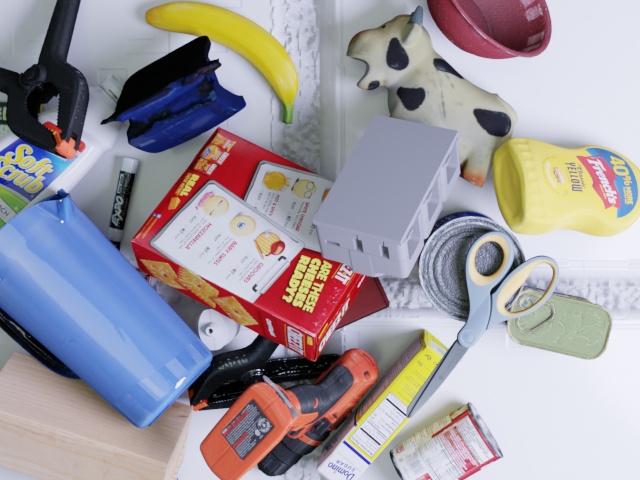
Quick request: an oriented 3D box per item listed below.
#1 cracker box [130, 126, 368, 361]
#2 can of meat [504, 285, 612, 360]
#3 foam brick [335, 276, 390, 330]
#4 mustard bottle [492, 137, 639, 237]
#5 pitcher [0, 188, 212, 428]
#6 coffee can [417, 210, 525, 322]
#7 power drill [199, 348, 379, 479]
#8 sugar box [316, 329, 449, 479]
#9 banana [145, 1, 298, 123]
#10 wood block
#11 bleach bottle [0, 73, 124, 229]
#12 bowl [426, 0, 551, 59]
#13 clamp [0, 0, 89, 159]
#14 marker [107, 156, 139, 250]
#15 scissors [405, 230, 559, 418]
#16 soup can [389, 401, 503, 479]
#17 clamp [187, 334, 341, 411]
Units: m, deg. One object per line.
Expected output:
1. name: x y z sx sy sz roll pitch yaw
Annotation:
1. cracker box: -0.057 0.001 1.085 0.214 0.072 0.164 27 64 14
2. can of meat: 0.242 0.082 1.105 0.102 0.084 0.057 12 95 4
3. foam brick: 0.028 0.062 1.139 0.078 0.053 0.051 -25 91 7
4. mustard bottle: 0.271 -0.051 1.083 0.191 0.058 0.096 2 63 -24
5. pitcher: -0.235 0.079 1.095 0.243 0.149 0.145 45 77 1
6. coffee can: 0.150 0.023 1.082 0.103 0.140 0.103 0 94 5
7. power drill: -0.039 0.188 1.079 0.057 0.187 0.185 46 112 18
8. sugar box: 0.069 0.178 1.123 0.048 0.093 0.176 38 97 1
9. banana: -0.094 -0.208 1.142 0.198 0.037 0.069 37 96 2
10. wood block: -0.252 0.206 1.142 0.206 0.090 0.090 17 126 4
11. bleach bottle: -0.308 -0.087 1.146 0.102 0.068 0.251 44 85 1
12. bowl: 0.159 -0.241 1.080 0.055 0.161 0.162 -36 90 43
13. clamp: -0.306 -0.164 1.125 0.164 0.036 0.210 -27 60 9
14. marker: -0.220 -0.032 1.173 0.020 0.020 0.121 13 94 4
15. scissors: 0.132 0.071 1.007 0.202 0.016 0.096 -38 88 7
16. soup can: 0.133 0.226 1.133 0.102 0.068 0.068 -33 90 7
17. clamp: -0.061 0.141 1.148 0.172 0.039 0.120 -32 127 22
